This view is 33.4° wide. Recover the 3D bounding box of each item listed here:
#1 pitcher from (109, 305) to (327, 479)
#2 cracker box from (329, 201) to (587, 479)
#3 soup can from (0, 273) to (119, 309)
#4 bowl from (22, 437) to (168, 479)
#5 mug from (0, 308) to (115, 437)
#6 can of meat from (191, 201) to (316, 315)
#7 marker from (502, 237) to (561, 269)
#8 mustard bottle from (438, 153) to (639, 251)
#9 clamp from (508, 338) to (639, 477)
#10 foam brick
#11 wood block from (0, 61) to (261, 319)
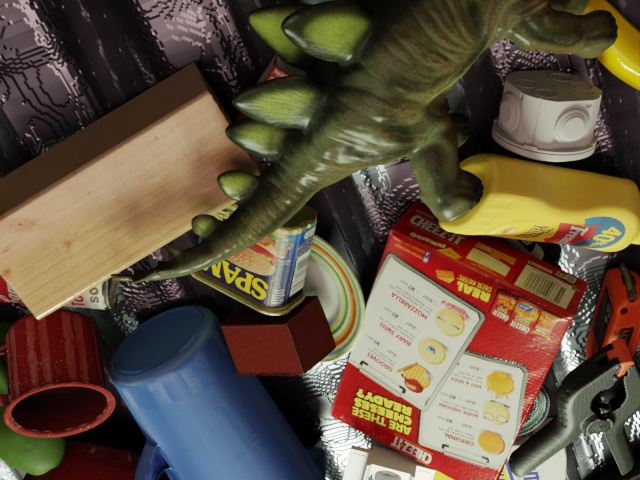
[{"bbox_3d":[-0.100,0.189,0.989,0.145,0.149,0.242,-21,117,14],"label":"pitcher"},{"bbox_3d":[0.115,0.095,0.929,0.164,0.072,0.214,26,125,14],"label":"cracker box"},{"bbox_3d":[-0.230,0.024,0.929,0.102,0.068,0.068,5,124,-1],"label":"soup can"},{"bbox_3d":[-0.212,0.228,1.042,0.162,0.055,0.162,11,168,2],"label":"bowl"},{"bbox_3d":[-0.241,0.114,0.923,0.117,0.081,0.093,-3,143,-19],"label":"mug"},{"bbox_3d":[-0.056,0.001,0.895,0.102,0.057,0.084,26,123,22],"label":"can of meat"},{"bbox_3d":[0.167,-0.004,0.919,0.020,0.020,0.121,-38,114,24],"label":"marker"},{"bbox_3d":[0.198,-0.026,0.861,0.191,0.058,0.096,7,161,-20],"label":"mustard bottle"},{"bbox_3d":[0.233,0.157,0.949,0.120,0.039,0.171,-9,130,-9],"label":"clamp"},{"bbox_3d":[-0.037,0.083,0.926,0.078,0.052,0.051,-5,110,36],"label":"foam brick"},{"bbox_3d":[-0.158,-0.040,0.834,0.206,0.091,0.090,-31,118,1],"label":"wood block"}]
